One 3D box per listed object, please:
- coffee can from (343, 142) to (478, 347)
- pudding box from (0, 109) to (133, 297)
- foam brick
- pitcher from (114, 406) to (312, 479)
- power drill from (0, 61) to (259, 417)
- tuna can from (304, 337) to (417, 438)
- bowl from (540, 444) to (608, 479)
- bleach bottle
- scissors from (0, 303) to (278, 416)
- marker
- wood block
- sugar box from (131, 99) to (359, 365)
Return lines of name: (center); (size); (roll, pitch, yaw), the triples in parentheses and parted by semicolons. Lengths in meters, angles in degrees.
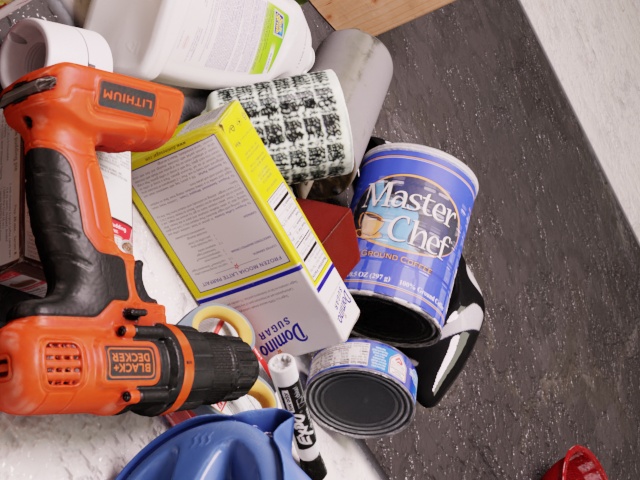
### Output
coffee can: (0.067, 0.005, 0.889); (0.102, 0.103, 0.140); (40, 57, -42)
pudding box: (-0.155, -0.022, 0.635); (0.089, 0.039, 0.113); (25, 50, -49)
foam brick: (-0.012, 0.012, 0.805); (0.078, 0.051, 0.053); (-49, 140, -41)
pitcher: (-0.023, 0.227, 0.633); (0.242, 0.149, 0.145); (51, 20, -36)
power drill: (-0.107, 0.004, 0.596); (0.184, 0.057, 0.187); (9, 70, -53)
tuna can: (0.031, 0.113, 0.817); (0.086, 0.086, 0.033); (50, 34, -32)
bowl: (0.268, 0.302, 1.131); (0.162, 0.055, 0.162); (36, 44, -45)
bleach bottle: (-0.073, -0.153, 0.814); (0.250, 0.068, 0.102); (4, 107, -65)
scissors: (-0.108, 0.057, 0.651); (0.201, 0.016, 0.096); (30, 40, -27)
marker: (-0.015, 0.130, 0.760); (0.020, 0.020, 0.121); (-70, 153, -49)
wood block: (0.094, -0.282, 1.034); (0.090, 0.206, 0.091); (41, 40, -41)
sugar box: (-0.055, 0.001, 0.733); (0.176, 0.093, 0.048); (59, 32, -20)
